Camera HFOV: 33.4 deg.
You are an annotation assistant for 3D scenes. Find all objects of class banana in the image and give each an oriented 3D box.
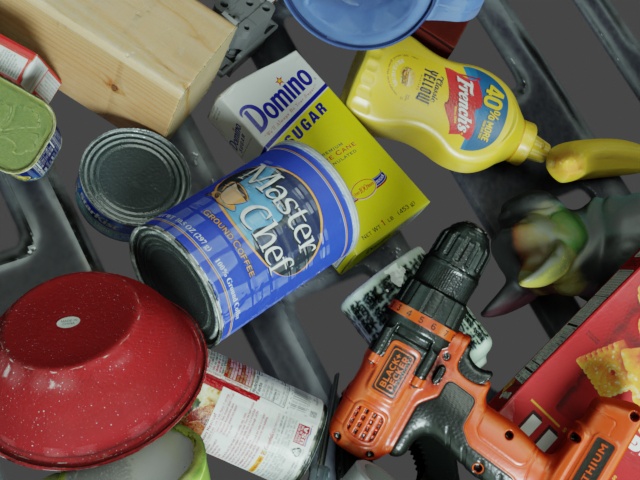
[{"bbox_3d":[0.248,-0.074,0.958,0.197,0.070,0.037,-8,92,-45],"label":"banana"}]

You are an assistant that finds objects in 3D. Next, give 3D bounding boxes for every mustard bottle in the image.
[{"bbox_3d":[0.116,-0.113,0.944,0.191,0.058,0.096,22,68,-10],"label":"mustard bottle"}]

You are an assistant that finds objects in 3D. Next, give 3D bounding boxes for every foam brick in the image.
[{"bbox_3d":[0.106,-0.200,0.990,0.053,0.051,0.078,32,57,-2],"label":"foam brick"}]

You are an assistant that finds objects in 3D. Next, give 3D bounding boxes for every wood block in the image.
[{"bbox_3d":[-0.184,-0.174,0.842,0.206,0.091,0.090,33,58,-3],"label":"wood block"}]

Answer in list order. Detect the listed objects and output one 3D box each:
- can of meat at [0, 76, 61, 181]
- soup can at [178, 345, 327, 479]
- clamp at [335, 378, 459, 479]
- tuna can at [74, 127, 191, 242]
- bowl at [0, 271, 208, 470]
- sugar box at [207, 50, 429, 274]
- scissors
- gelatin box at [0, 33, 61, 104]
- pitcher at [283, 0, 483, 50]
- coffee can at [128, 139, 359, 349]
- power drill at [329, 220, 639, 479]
[{"bbox_3d":[-0.239,-0.086,0.771,0.102,0.084,0.057,29,83,-5],"label":"can of meat"},{"bbox_3d":[-0.054,0.124,0.750,0.102,0.069,0.068,25,58,-8],"label":"soup can"},{"bbox_3d":[0.082,0.193,0.782,0.164,0.036,0.210,-16,70,-21],"label":"clamp"},{"bbox_3d":[-0.145,-0.042,0.822,0.086,0.034,0.086,9,61,-17],"label":"tuna can"},{"bbox_3d":[-0.158,0.070,0.701,0.162,0.055,0.162,-5,41,4],"label":"bowl"},{"bbox_3d":[-0.002,-0.068,0.883,0.093,0.048,0.176,-35,81,-32],"label":"sugar box"},{"bbox_3d":[-0.003,0.190,0.757,0.016,0.096,0.201,6,29,7],"label":"scissors"},{"bbox_3d":[-0.240,-0.133,0.798,0.073,0.089,0.030,29,85,1],"label":"gelatin box"},{"bbox_3d":[0.062,-0.275,0.939,0.149,0.145,0.242,58,30,-27],"label":"pitcher"},{"bbox_3d":[-0.055,0.001,0.793,0.140,0.103,0.103,-34,80,-31],"label":"coffee can"},{"bbox_3d":[0.123,0.102,0.746,0.188,0.057,0.184,30,91,9],"label":"power drill"}]
